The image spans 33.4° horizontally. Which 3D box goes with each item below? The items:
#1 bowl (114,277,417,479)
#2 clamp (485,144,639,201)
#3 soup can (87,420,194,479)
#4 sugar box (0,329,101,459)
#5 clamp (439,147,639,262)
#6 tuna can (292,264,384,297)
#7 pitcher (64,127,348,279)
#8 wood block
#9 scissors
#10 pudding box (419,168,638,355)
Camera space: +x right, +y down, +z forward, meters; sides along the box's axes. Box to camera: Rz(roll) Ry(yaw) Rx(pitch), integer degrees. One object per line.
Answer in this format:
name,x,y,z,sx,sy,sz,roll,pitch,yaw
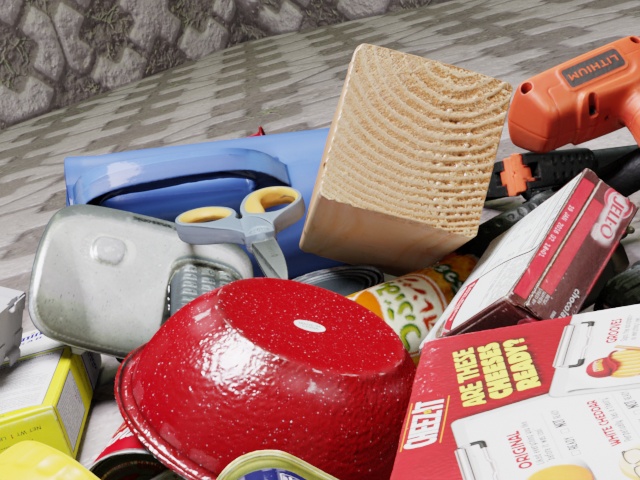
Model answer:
bowl,-0.012,0.062,0.502,0.162,0.055,0.162,16,20,-6
clamp,0.178,-0.053,0.816,0.165,0.036,0.209,-11,0,15
soup can,-0.069,0.108,0.516,0.068,0.068,0.102,-12,15,14
sugar box,-0.198,0.105,0.694,0.093,0.048,0.176,-16,12,-1
clamp,0.162,-0.019,0.726,0.171,0.039,0.120,-24,-18,-17
tuna can,0.005,0.048,0.714,0.086,0.034,0.086,-15,16,4
pitcher,-0.072,-0.022,0.825,0.242,0.145,0.149,-11,22,-8
wood block,0.044,-0.039,0.669,0.090,0.091,0.206,15,-9,-2
scissors,-0.054,0.001,0.652,0.096,0.016,0.201,-9,16,8
pudding box,0.105,0.024,0.551,0.090,0.039,0.114,-52,3,-26
